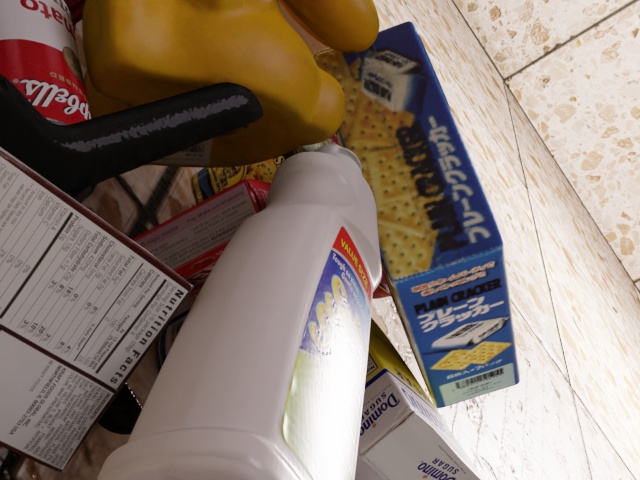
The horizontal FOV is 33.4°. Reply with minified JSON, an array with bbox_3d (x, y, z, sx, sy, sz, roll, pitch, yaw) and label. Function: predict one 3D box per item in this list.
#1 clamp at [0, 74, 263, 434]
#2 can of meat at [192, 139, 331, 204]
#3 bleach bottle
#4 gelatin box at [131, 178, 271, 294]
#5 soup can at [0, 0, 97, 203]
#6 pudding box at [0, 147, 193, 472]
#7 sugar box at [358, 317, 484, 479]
[{"bbox_3d":[-0.116,-0.022,0.422,0.036,0.164,0.209,18,-8,46],"label":"clamp"},{"bbox_3d":[-0.028,-0.022,0.688,0.057,0.084,0.102,33,32,-53],"label":"can of meat"},{"bbox_3d":[-0.014,0.032,0.458,0.250,0.068,0.102,-76,149,-50],"label":"bleach bottle"},{"bbox_3d":[-0.054,0.001,0.579,0.073,0.089,0.030,7,58,-66],"label":"gelatin box"},{"bbox_3d":[-0.142,-0.067,0.491,0.068,0.069,0.102,36,29,-50],"label":"soup can"},{"bbox_3d":[-0.114,0.022,0.388,0.039,0.090,0.113,27,-11,45],"label":"pudding box"},{"bbox_3d":[0.035,0.091,0.665,0.093,0.048,0.176,47,2,-34],"label":"sugar box"}]
